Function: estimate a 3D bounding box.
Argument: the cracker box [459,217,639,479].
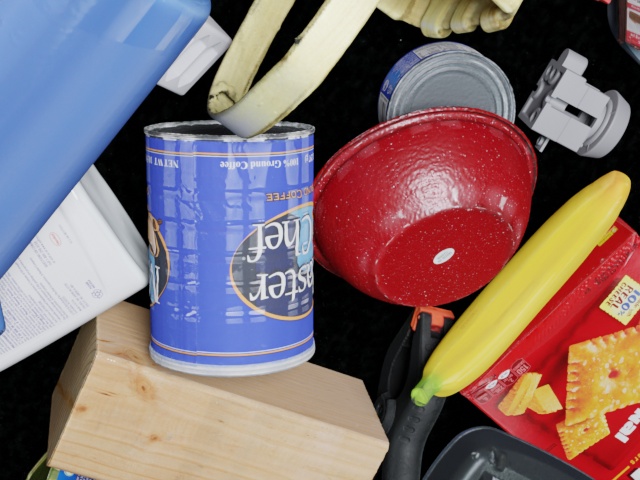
[{"bbox_3d":[0.217,0.100,0.782,0.164,0.072,0.213,-45,114,10],"label":"cracker box"}]

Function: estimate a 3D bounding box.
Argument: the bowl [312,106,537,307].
[{"bbox_3d":[0.071,-0.007,0.685,0.162,0.055,0.162,-10,138,-9],"label":"bowl"}]

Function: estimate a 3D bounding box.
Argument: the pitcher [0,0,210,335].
[{"bbox_3d":[-0.178,-0.074,0.538,0.243,0.145,0.149,-45,144,18],"label":"pitcher"}]

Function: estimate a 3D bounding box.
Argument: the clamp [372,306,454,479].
[{"bbox_3d":[0.058,0.132,0.744,0.039,0.120,0.171,10,107,-22],"label":"clamp"}]

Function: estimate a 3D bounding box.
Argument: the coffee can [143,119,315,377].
[{"bbox_3d":[-0.054,0.001,0.650,0.102,0.103,0.140,-2,101,-10],"label":"coffee can"}]

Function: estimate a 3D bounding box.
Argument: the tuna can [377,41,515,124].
[{"bbox_3d":[0.081,-0.085,0.695,0.086,0.034,0.086,-4,114,-9],"label":"tuna can"}]

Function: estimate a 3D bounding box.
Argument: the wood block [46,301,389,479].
[{"bbox_3d":[-0.070,0.123,0.726,0.205,0.091,0.090,20,108,-19],"label":"wood block"}]

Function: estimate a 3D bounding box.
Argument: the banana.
[{"bbox_3d":[0.131,0.036,0.699,0.037,0.069,0.198,41,87,-1],"label":"banana"}]

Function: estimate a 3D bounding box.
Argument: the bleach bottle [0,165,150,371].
[{"bbox_3d":[-0.237,0.044,0.677,0.251,0.068,0.102,-29,111,6],"label":"bleach bottle"}]
